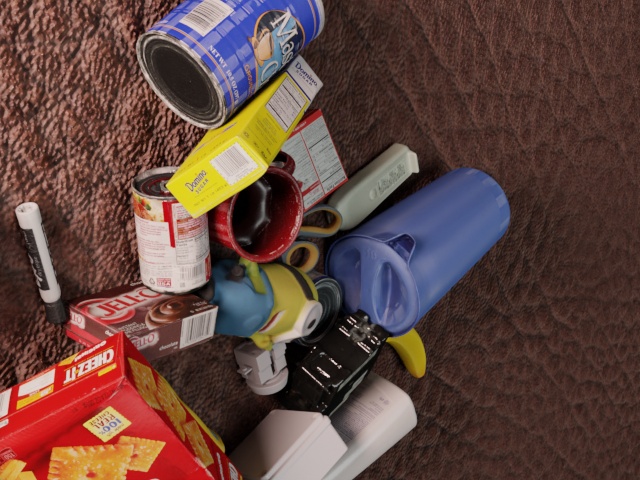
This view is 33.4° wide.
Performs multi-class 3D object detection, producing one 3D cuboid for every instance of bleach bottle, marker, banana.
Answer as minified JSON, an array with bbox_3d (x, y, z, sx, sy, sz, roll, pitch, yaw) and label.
[{"bbox_3d":[-0.002,0.262,1.293,0.250,0.103,0.068,-35,127,-26],"label":"bleach bottle"},{"bbox_3d":[-0.238,0.023,0.919,0.020,0.020,0.121,-35,133,-37],"label":"marker"},{"bbox_3d":[0.096,0.132,1.384,0.197,0.037,0.069,26,81,-58],"label":"banana"}]

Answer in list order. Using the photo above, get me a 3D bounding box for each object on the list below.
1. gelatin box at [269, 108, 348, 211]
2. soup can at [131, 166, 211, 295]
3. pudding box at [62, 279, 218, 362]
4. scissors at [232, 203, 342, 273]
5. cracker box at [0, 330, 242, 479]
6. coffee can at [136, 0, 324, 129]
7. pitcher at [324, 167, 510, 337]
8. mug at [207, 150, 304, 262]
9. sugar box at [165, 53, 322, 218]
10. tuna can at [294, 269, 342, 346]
[{"bbox_3d":[-0.017,-0.083,1.123,0.073,0.030,0.089,-39,118,-34],"label":"gelatin box"},{"bbox_3d":[-0.137,-0.009,0.991,0.068,0.069,0.102,-28,129,-42],"label":"soup can"},{"bbox_3d":[-0.165,0.073,0.979,0.113,0.090,0.039,-14,119,-49],"label":"pudding box"},{"bbox_3d":[-0.057,0.001,1.142,0.201,0.016,0.096,-8,124,-41],"label":"scissors"},{"bbox_3d":[-0.185,0.201,0.932,0.164,0.072,0.213,-27,124,7],"label":"cracker box"},{"bbox_3d":[-0.078,-0.182,0.949,0.140,0.103,0.103,-47,139,-27],"label":"coffee can"},{"bbox_3d":[0.122,0.010,1.298,0.242,0.149,0.145,-35,117,-42],"label":"pitcher"},{"bbox_3d":[-0.070,-0.041,1.038,0.117,0.082,0.093,-56,131,-16],"label":"mug"},{"bbox_3d":[-0.065,-0.098,0.964,0.048,0.093,0.176,49,33,-18],"label":"sugar box"},{"bbox_3d":[-0.014,0.077,1.222,0.085,0.034,0.086,-27,128,-42],"label":"tuna can"}]
